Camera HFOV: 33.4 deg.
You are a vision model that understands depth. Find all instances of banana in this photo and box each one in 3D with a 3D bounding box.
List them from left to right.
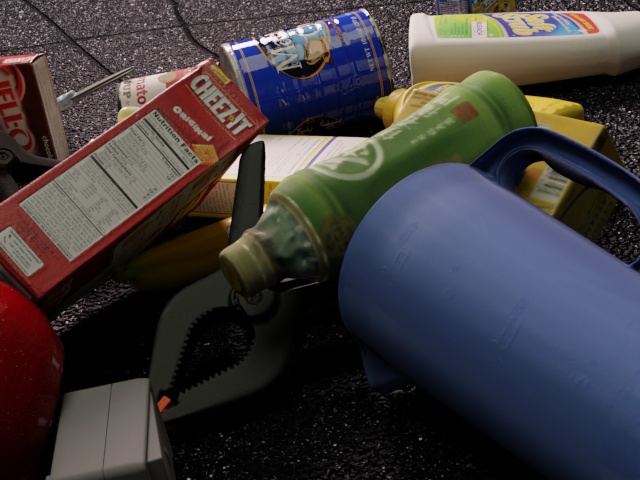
[{"bbox_3d":[-0.065,0.002,0.812,0.197,0.037,0.070,-22,9,-16],"label":"banana"}]

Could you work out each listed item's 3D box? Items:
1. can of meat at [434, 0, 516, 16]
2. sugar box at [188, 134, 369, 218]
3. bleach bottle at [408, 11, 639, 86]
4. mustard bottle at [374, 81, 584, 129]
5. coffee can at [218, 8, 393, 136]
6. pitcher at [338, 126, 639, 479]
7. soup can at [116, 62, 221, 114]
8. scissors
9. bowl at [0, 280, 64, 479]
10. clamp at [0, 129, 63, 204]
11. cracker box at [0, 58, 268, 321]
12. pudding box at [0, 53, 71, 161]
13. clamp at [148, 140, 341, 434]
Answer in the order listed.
[{"bbox_3d":[0.163,-0.244,1.120,0.058,0.084,0.101,16,40,39],"label":"can of meat"},{"bbox_3d":[-0.023,-0.052,0.897,0.176,0.048,0.093,7,32,23],"label":"sugar box"},{"bbox_3d":[0.213,-0.189,1.033,0.251,0.068,0.102,-4,31,8],"label":"bleach bottle"},{"bbox_3d":[0.121,-0.098,0.910,0.192,0.058,0.096,20,47,43],"label":"mustard bottle"},{"bbox_3d":[-0.014,-0.151,1.004,0.140,0.103,0.103,-16,30,-9],"label":"coffee can"},{"bbox_3d":[0.132,0.049,0.576,0.144,0.149,0.243,-25,36,-24],"label":"pitcher"},{"bbox_3d":[-0.143,-0.133,1.054,0.102,0.068,0.068,-10,30,4],"label":"soup can"},{"bbox_3d":[-0.274,-0.131,1.090,0.202,0.016,0.096,-7,35,48],"label":"scissors"},{"bbox_3d":[-0.190,0.099,0.626,0.055,0.162,0.162,16,24,-19],"label":"bowl"},{"bbox_3d":[-0.276,-0.064,0.962,0.171,0.039,0.120,35,36,14],"label":"clamp"},{"bbox_3d":[-0.156,-0.022,0.762,0.213,0.072,0.164,-42,1,-31],"label":"cracker box"},{"bbox_3d":[-0.303,-0.123,1.047,0.090,0.113,0.039,-2,28,15],"label":"pudding box"},{"bbox_3d":[-0.031,0.045,0.691,0.165,0.036,0.209,27,67,17],"label":"clamp"}]
